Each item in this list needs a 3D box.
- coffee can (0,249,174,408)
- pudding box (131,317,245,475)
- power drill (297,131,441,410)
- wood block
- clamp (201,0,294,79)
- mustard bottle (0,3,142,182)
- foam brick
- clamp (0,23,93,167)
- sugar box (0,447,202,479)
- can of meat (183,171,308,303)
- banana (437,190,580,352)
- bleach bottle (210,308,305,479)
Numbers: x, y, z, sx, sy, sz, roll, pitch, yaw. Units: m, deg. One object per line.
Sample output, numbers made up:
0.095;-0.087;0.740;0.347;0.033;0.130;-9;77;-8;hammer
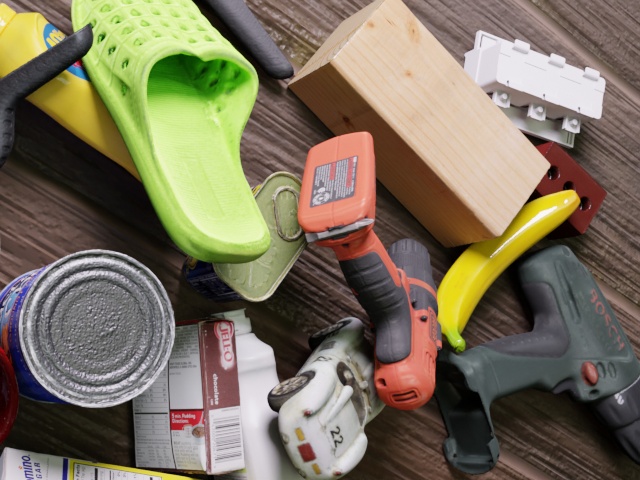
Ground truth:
-0.172;0.064;0.747;0.102;0.141;0.103;3;82;-26;coffee can
-0.102;0.117;0.800;0.039;0.090;0.113;3;82;-46;pudding box
0.046;0.011;0.834;0.184;0.057;0.187;-86;153;-52;power drill
0.085;-0.098;0.918;0.206;0.091;0.090;45;68;-15;wood block
-0.094;-0.244;0.879;0.209;0.036;0.164;22;77;-19;clamp
-0.182;-0.114;0.791;0.191;0.096;0.058;34;106;-17;mustard bottle
0.216;-0.045;0.996;0.078;0.051;0.053;40;69;-16;foam brick
-0.229;-0.097;0.725;0.120;0.039;0.171;18;106;-1;clamp
-0.153;0.204;0.766;0.176;0.093;0.048;13;39;-25;sugar box
-0.055;0.001;0.842;0.057;0.084;0.102;41;69;-16;can of meat
0.151;0.024;0.929;0.197;0.070;0.037;-49;132;-25;banana
-0.044;0.177;0.816;0.067;0.103;0.251;-9;87;-35;bleach bottle
